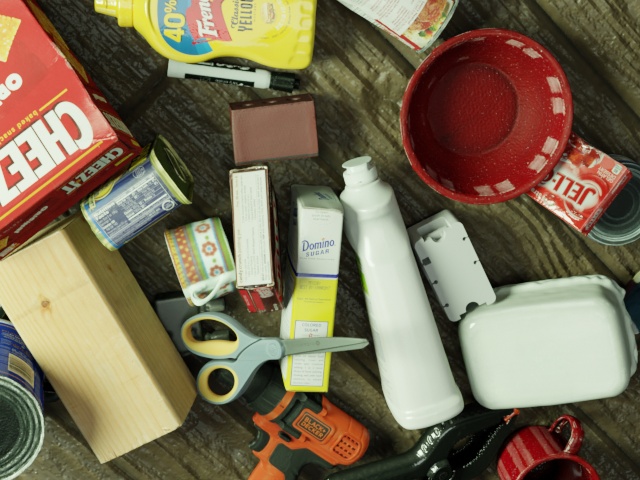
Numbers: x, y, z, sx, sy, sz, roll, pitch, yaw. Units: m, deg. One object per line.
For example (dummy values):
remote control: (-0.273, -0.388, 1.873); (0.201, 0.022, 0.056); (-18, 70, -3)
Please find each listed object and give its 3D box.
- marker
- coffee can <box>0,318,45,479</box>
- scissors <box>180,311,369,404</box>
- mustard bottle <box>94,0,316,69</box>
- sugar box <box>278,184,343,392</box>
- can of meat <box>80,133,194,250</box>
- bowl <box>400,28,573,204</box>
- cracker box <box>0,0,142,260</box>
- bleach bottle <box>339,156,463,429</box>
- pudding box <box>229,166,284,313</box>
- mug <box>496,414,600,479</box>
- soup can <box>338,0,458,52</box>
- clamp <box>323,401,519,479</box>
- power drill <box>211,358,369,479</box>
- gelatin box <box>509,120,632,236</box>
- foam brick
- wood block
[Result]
marker: (-0.079, -0.151, 0.976); (0.121, 0.020, 0.020); (7, 105, -8)
coffee can: (-0.295, 0.139, 0.939); (0.102, 0.140, 0.103); (-4, 106, -14)
scissors: (-0.046, 0.116, 0.972); (0.202, 0.016, 0.096); (11, 103, 31)
mustard bottle: (-0.101, -0.204, 0.939); (0.191, 0.058, 0.096); (2, 105, -6)
sugar box: (-0.010, 0.043, 1.001); (0.048, 0.093, 0.176); (5, 106, -9)
can of meat: (-0.164, -0.043, 0.957); (0.084, 0.102, 0.057); (-34, 107, 6)
bowl: (0.149, -0.117, 0.991); (0.162, 0.055, 0.162); (-2, 106, -6)
cracker box: (-0.281, -0.115, 0.899); (0.164, 0.072, 0.214); (-37, 81, 5)
bleach bottle: (0.068, 0.045, 1.004); (0.068, 0.102, 0.251); (-18, 108, -6)
pudding box: (-0.056, 0.001, 0.963); (0.039, 0.090, 0.113); (-7, 72, 1)
mug: (0.233, 0.230, 1.086); (0.093, 0.081, 0.117); (18, 103, -11)
soup can: (0.064, -0.222, 0.946); (0.102, 0.068, 0.068); (30, 101, -13)
clamp: (0.117, 0.238, 1.091); (0.210, 0.036, 0.164); (-34, 129, -4)
power drill: (-0.071, 0.213, 1.062); (0.184, 0.057, 0.188); (36, 100, -14)
gelatin box: (0.236, -0.059, 1.005); (0.089, 0.030, 0.073); (41, 102, 28)
foam brick: (-0.044, -0.103, 0.977); (0.078, 0.053, 0.051); (-8, 107, -5)
wood block: (-0.206, 0.085, 0.980); (0.091, 0.090, 0.206); (-26, 102, 12)
